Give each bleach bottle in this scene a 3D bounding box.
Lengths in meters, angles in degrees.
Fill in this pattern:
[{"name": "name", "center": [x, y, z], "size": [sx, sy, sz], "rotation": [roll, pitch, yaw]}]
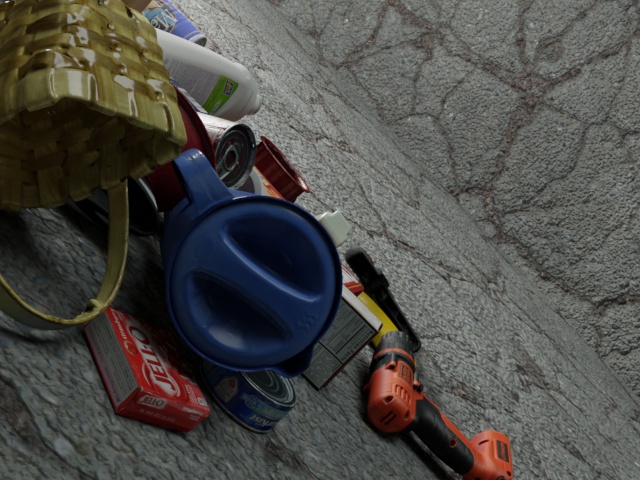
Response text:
[{"name": "bleach bottle", "center": [-0.157, -0.183, 1.280], "size": [0.068, 0.103, 0.250], "rotation": [47, 18, 27]}]

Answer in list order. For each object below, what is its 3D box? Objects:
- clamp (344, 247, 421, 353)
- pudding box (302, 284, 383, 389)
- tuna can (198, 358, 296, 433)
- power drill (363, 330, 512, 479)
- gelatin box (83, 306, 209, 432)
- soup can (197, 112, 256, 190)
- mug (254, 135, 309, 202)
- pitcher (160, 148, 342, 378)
[{"name": "clamp", "center": [0.079, 0.068, 1.460], "size": [0.164, 0.036, 0.210], "rotation": [58, 3, -7]}, {"name": "pudding box", "center": [-0.007, 0.080, 1.076], "size": [0.113, 0.090, 0.039], "rotation": [44, 14, 0]}, {"name": "tuna can", "center": [-0.061, 0.121, 0.910], "size": [0.086, 0.034, 0.086], "rotation": [42, 13, -13]}, {"name": "power drill", "center": [0.128, 0.195, 1.192], "size": [0.187, 0.057, 0.184], "rotation": [40, 22, -9]}, {"name": "gelatin box", "center": [-0.129, 0.096, 0.790], "size": [0.073, 0.030, 0.089], "rotation": [30, 19, -47]}, {"name": "soup can", "center": [-0.124, -0.092, 1.055], "size": [0.102, 0.068, 0.068], "rotation": [17, -2, 29]}, {"name": "mug", "center": [-0.069, -0.068, 1.344], "size": [0.093, 0.081, 0.117], "rotation": [53, 9, 21]}, {"name": "pitcher", "center": [-0.077, 0.009, 0.896], "size": [0.145, 0.149, 0.243], "rotation": [16, 4, -15]}]
